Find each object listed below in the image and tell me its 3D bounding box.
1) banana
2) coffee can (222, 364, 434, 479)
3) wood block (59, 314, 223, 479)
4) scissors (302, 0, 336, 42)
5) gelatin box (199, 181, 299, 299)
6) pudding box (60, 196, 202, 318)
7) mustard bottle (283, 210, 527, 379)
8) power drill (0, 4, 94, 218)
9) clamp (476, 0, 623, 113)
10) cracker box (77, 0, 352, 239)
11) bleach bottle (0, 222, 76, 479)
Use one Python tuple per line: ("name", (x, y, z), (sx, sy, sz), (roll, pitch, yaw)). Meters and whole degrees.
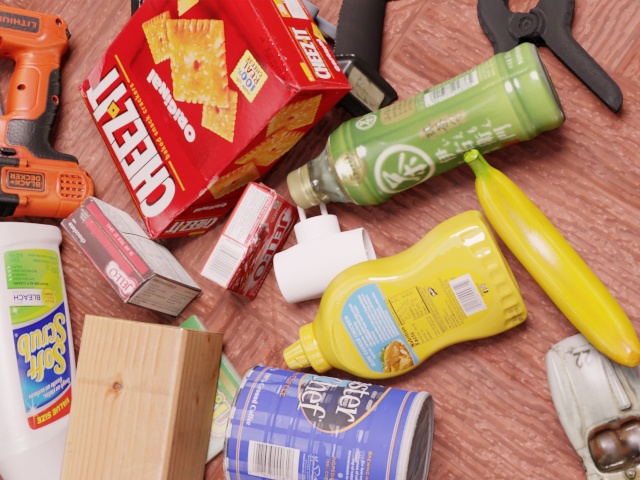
("banana", (0.171, 0.017, 0.796), (0.037, 0.069, 0.198), (-44, 69, 17))
("coffee can", (0.009, 0.157, 0.823), (0.140, 0.102, 0.103), (7, 83, 16))
("wood block", (-0.147, 0.169, 0.857), (0.091, 0.090, 0.206), (7, 85, 16))
("scissors", (-0.049, -0.222, 0.940), (0.016, 0.096, 0.202), (-55, 41, 7))
("gelatin box", (-0.056, 0.001, 0.883), (0.030, 0.073, 0.089), (28, 88, 17))
("pudding box", (-0.154, 0.016, 0.887), (0.039, 0.113, 0.090), (-43, 72, 5))
("mustard bottle", (0.058, 0.057, 0.841), (0.192, 0.058, 0.096), (-26, 111, 11))
("power drill", (-0.290, -0.112, 0.933), (0.057, 0.184, 0.187), (-22, 66, 56))
("clamp", (0.180, -0.166, 0.863), (0.120, 0.039, 0.171), (-2, 84, 15))
("cracker box", (-0.095, -0.125, 0.869), (0.214, 0.071, 0.164), (-40, 70, 37))
("bleach bottle", (-0.246, 0.112, 0.906), (0.068, 0.102, 0.251), (-21, 77, 28))
